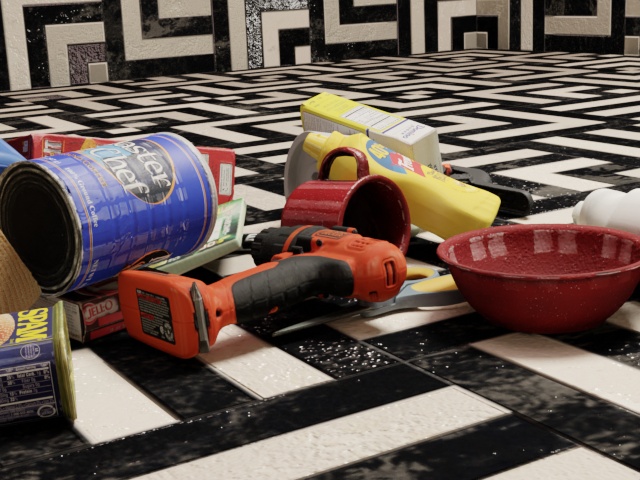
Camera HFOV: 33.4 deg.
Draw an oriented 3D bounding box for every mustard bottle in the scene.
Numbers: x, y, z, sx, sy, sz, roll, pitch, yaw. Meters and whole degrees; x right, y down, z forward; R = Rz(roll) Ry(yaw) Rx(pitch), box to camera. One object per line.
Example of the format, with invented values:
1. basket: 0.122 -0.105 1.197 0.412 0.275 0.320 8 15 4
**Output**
1. mustard bottle: 0.072 -0.053 1.004 0.191 0.058 0.096 26 18 7

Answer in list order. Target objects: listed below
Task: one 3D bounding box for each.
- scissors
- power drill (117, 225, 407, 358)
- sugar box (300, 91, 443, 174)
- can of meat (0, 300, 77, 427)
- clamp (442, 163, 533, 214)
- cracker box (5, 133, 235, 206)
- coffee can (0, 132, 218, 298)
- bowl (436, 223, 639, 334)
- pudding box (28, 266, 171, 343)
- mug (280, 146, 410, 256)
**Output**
1. scissors: 0.038 0.046 0.849 0.201 0.016 0.096 -9 13 -23
2. power drill: -0.055 0.029 0.816 0.187 0.057 0.185 -17 13 -32
3. sugar box: 0.054 -0.092 1.127 0.048 0.093 0.176 -33 38 -30
4. can of meat: -0.199 0.080 0.670 0.083 0.057 0.102 -9 14 -12
5. clamp: 0.149 -0.053 1.186 0.120 0.039 0.171 -3 14 -14
6. cracker box: -0.218 -0.064 1.113 0.213 0.072 0.164 2 -1 -29
7. coffee can: -0.163 -0.023 0.821 0.103 0.103 0.140 8 18 38
8. bowl: 0.169 0.030 0.803 0.162 0.055 0.162 -3 14 0
9. pudding box: -0.187 0.042 0.854 0.114 0.039 0.089 10 19 41
10. mug: 0.019 -0.024 0.937 0.093 0.117 0.082 -7 8 -44
